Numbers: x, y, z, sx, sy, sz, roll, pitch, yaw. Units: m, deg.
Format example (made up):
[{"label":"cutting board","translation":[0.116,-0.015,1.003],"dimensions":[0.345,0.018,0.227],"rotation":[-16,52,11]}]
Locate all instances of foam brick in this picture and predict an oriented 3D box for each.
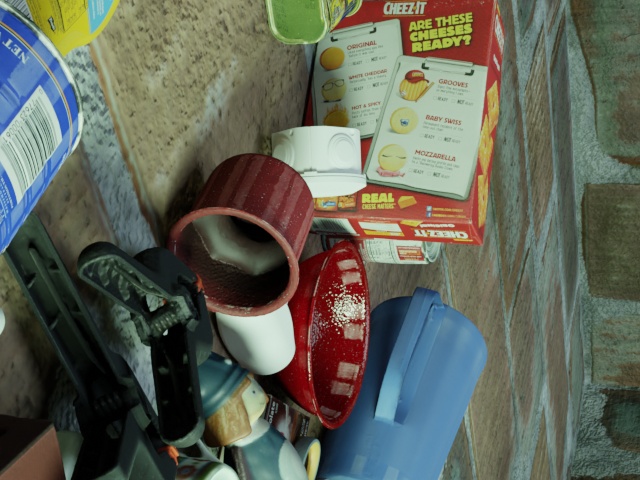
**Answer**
[{"label":"foam brick","translation":[-0.162,0.122,0.499],"dimensions":[0.078,0.053,0.051],"rotation":[-49,137,-61]}]

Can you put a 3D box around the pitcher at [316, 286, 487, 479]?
[{"label":"pitcher","translation":[0.073,0.171,1.049],"dimensions":[0.149,0.145,0.242],"rotation":[47,42,-18]}]

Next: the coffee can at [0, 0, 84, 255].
[{"label":"coffee can","translation":[-0.165,-0.020,0.402],"dimensions":[0.140,0.103,0.103],"rotation":[-69,153,-42]}]

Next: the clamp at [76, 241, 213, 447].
[{"label":"clamp","translation":[-0.090,0.055,0.637],"dimensions":[0.171,0.039,0.120],"rotation":[-14,85,-82]}]

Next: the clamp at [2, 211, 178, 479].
[{"label":"clamp","translation":[-0.120,0.084,0.589],"dimensions":[0.210,0.036,0.164],"rotation":[77,-11,-67]}]

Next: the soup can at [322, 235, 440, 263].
[{"label":"soup can","translation":[0.060,-0.013,1.024],"dimensions":[0.068,0.102,0.068],"rotation":[2,90,-70]}]

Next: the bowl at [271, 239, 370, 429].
[{"label":"bowl","translation":[-0.006,0.079,0.922],"dimensions":[0.162,0.055,0.162],"rotation":[2,90,-70]}]

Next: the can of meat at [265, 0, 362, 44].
[{"label":"can of meat","translation":[-0.009,-0.222,0.883],"dimensions":[0.083,0.057,0.102],"rotation":[-54,142,-53]}]

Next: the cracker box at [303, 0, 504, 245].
[{"label":"cracker box","translation":[0.073,-0.107,0.963],"dimensions":[0.072,0.164,0.213],"rotation":[48,47,-64]}]

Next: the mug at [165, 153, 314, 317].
[{"label":"mug","translation":[-0.055,0.001,0.750],"dimensions":[0.081,0.093,0.117],"rotation":[-70,-176,-51]}]
